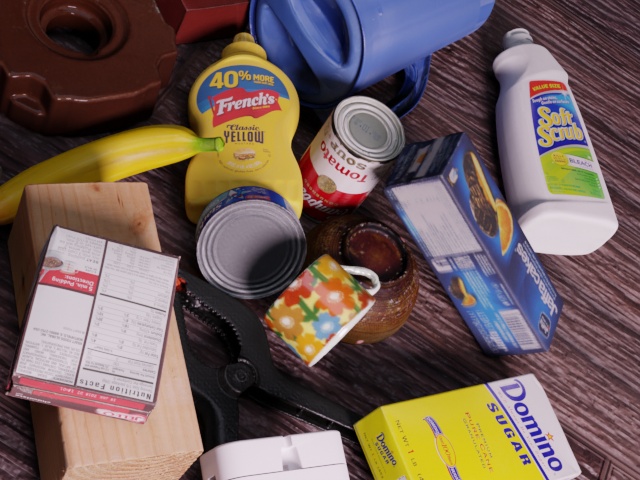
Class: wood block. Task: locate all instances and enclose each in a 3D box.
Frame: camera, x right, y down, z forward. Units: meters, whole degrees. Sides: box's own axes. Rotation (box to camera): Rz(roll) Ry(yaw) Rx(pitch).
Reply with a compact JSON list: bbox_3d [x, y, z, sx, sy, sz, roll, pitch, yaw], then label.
[{"bbox_3d":[-0.156,0.070,0.745,0.090,0.091,0.206,-2,62,-27],"label":"wood block"}]

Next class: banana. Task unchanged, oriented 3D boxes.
[{"bbox_3d":[-0.176,-0.057,0.833,0.197,0.070,0.037,-23,104,-24],"label":"banana"}]

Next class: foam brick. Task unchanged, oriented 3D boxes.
[{"bbox_3d":[-0.106,-0.217,0.974,0.078,0.051,0.053,-14,68,-32],"label":"foam brick"}]

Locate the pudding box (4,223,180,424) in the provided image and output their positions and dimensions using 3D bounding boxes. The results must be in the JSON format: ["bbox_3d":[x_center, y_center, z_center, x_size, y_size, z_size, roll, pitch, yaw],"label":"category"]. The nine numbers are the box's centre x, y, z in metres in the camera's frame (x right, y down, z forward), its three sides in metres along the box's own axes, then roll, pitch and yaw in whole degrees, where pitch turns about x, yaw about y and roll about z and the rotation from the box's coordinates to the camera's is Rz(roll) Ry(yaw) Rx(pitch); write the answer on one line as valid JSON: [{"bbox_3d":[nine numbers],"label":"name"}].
[{"bbox_3d":[-0.142,0.053,0.680,0.090,0.039,0.113,16,57,-16],"label":"pudding box"}]

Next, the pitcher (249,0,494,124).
[{"bbox_3d":[0.061,-0.209,1.006,0.145,0.149,0.242,44,45,18],"label":"pitcher"}]

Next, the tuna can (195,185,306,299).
[{"bbox_3d":[-0.055,0.001,0.839,0.086,0.086,0.034,15,22,-17],"label":"tuna can"}]

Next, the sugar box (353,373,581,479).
[{"bbox_3d":[0.118,0.162,0.831,0.175,0.048,0.093,-7,65,-37],"label":"sugar box"}]

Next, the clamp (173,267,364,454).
[{"bbox_3d":[-0.055,0.108,0.804,0.164,0.036,0.210,-19,74,-35],"label":"clamp"}]

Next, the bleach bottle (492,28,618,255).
[{"bbox_3d":[0.213,-0.108,1.053,0.102,0.068,0.251,6,56,-23],"label":"bleach bottle"}]

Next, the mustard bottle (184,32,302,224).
[{"bbox_3d":[-0.066,-0.101,0.914,0.096,0.058,0.191,0,58,-4],"label":"mustard bottle"}]

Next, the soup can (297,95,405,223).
[{"bbox_3d":[0.021,-0.067,0.908,0.068,0.102,0.068,12,56,-19],"label":"soup can"}]
